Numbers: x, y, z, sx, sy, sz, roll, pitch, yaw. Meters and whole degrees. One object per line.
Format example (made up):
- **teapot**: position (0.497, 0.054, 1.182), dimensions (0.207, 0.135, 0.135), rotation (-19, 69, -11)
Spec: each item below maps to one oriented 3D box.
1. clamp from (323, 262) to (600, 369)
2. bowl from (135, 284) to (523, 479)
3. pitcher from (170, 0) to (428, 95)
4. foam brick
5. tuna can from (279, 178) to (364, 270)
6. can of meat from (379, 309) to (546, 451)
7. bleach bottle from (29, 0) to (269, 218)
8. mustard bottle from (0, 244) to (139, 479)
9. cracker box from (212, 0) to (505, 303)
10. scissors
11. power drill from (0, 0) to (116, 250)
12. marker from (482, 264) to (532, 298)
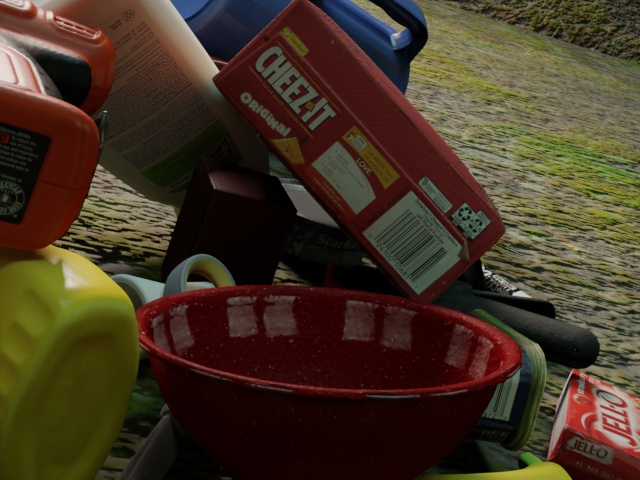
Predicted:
- **clamp**: position (0.088, 0.044, 0.689), dimensions (0.171, 0.039, 0.120), rotation (15, 1, 6)
- **bowl**: position (0.000, 0.062, 0.444), dimensions (0.162, 0.055, 0.162), rotation (5, 11, -1)
- **pitcher**: position (-0.027, -0.187, 0.945), dimensions (0.145, 0.149, 0.242), rotation (30, 3, 40)
- **foam brick**: position (-0.054, 0.001, 0.616), dimensions (0.053, 0.078, 0.051), rotation (14, 19, -22)
- **tuna can**: position (-0.005, -0.012, 0.763), dimensions (0.086, 0.034, 0.086), rotation (18, 19, -7)
- **can of meat**: position (0.056, 0.066, 0.561), dimensions (0.083, 0.057, 0.102), rotation (11, 8, -17)
- **bleach bottle**: position (-0.102, -0.071, 0.637), dimensions (0.068, 0.102, 0.250), rotation (62, 4, 37)
- **mustard bottle**: position (-0.153, 0.020, 0.436), dimensions (0.058, 0.096, 0.192), rotation (-7, 32, -47)
- **cracker box**: position (0.021, -0.063, 0.642), dimensions (0.164, 0.072, 0.213), rotation (47, 7, -8)
- **scissors**: position (-0.067, 0.060, 0.477), dimensions (0.096, 0.016, 0.201), rotation (58, 27, 6)
- **power drill**: position (-0.164, -0.072, 0.423), dimensions (0.184, 0.057, 0.188), rotation (14, 22, -23)
- **marker**: position (0.116, 0.024, 0.807), dimensions (0.020, 0.020, 0.121), rotation (3, 25, -41)
